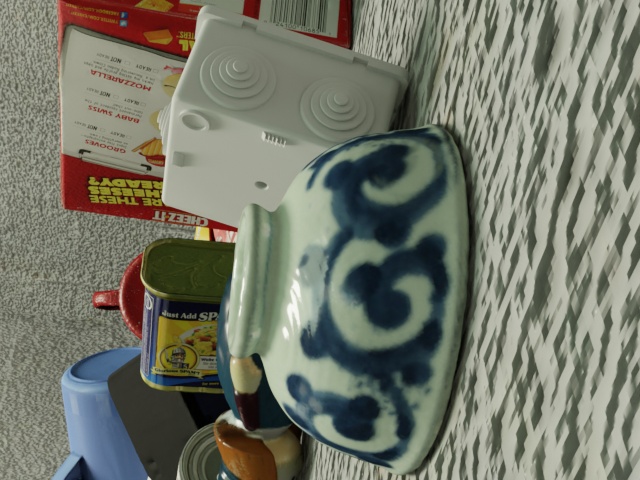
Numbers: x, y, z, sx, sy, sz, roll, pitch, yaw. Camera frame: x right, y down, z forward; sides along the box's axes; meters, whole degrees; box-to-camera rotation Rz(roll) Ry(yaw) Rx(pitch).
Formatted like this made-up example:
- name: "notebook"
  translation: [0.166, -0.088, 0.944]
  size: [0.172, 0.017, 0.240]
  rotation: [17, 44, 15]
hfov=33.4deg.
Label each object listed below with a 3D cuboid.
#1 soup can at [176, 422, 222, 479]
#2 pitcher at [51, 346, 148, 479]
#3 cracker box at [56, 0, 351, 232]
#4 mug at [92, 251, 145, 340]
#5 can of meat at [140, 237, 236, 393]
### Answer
- name: "soup can"
  translation: [-0.062, 0.168, 0.681]
  size: [0.102, 0.068, 0.068]
  rotation: [106, 167, -48]
- name: "pitcher"
  translation: [-0.197, 0.240, 1.078]
  size: [0.149, 0.145, 0.243]
  rotation: [-75, -22, -74]
- name: "cracker box"
  translation: [-0.081, -0.092, 0.682]
  size: [0.214, 0.164, 0.072]
  rotation: [110, 166, -58]
- name: "mug"
  translation: [-0.125, 0.047, 0.857]
  size: [0.081, 0.117, 0.093]
  rotation: [58, -146, -81]
- name: "can of meat"
  translation: [-0.064, 0.051, 0.681]
  size: [0.057, 0.102, 0.084]
  rotation: [-96, 13, -54]
